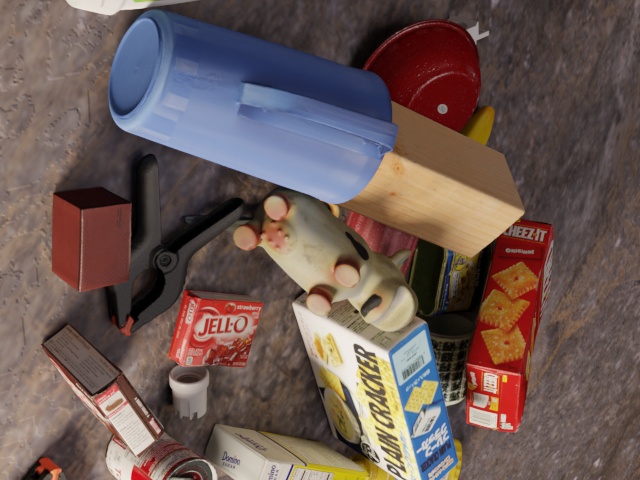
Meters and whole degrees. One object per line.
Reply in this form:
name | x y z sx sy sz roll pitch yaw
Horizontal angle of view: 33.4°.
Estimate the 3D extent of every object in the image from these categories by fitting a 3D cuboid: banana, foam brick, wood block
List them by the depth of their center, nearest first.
foam brick | -0.205 -0.002 0.954 0.052 0.051 0.078 -10 114 -41
wood block | 0.102 -0.067 1.116 0.205 0.091 0.090 20 132 -33
banana | 0.141 -0.089 1.250 0.197 0.037 0.069 -34 135 -30

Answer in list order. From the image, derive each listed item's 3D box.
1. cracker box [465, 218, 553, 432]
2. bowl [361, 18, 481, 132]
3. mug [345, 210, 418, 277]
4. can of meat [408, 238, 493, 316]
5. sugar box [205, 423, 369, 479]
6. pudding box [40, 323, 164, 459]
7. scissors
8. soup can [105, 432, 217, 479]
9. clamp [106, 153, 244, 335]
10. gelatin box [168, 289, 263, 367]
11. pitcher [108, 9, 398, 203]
cracker box | 0.233 0.104 1.308 0.164 0.072 0.213 78 27 -55
bowl | 0.116 -0.154 1.152 0.162 0.055 0.162 -18 134 -20
mug | 0.064 0.007 1.194 0.117 0.093 0.081 -30 140 -74
can of meat | 0.157 0.041 1.308 0.083 0.058 0.102 -3 108 -40
sugar box | -0.035 0.251 1.188 0.175 0.093 0.048 18 94 -45
pudding box | -0.199 0.136 0.973 0.039 0.114 0.090 -42 130 -19
scissors | -0.057 0.001 1.118 0.201 0.016 0.096 -16 115 -38
soup can | -0.159 0.226 1.055 0.068 0.102 0.068 -18 119 -37
clamp | -0.158 0.004 1.010 0.120 0.039 0.171 36 84 -30
gelatin box | -0.108 0.092 1.099 0.089 0.030 0.073 8 101 -45
pitcher | -0.057 -0.122 0.962 0.242 0.145 0.149 14 136 -36
